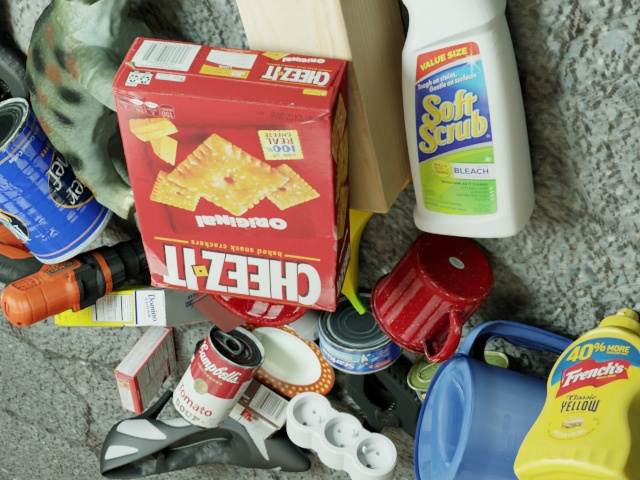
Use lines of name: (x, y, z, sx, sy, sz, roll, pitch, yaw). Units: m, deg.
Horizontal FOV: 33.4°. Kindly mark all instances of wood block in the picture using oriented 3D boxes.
wood block: (0.012, -0.133, 0.842, 0.090, 0.090, 0.206, 9, 136, 27)

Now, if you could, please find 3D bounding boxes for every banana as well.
banana: (0.037, -0.014, 0.990, 0.070, 0.037, 0.198, 27, 139, 12)

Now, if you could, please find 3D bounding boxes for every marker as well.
marker: (-0.153, 0.158, 1.310, 0.020, 0.020, 0.121, 29, 141, 4)

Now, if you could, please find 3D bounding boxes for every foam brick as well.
foam brick: (-0.088, 0.054, 1.133, 0.051, 0.053, 0.078, 44, 141, -13)

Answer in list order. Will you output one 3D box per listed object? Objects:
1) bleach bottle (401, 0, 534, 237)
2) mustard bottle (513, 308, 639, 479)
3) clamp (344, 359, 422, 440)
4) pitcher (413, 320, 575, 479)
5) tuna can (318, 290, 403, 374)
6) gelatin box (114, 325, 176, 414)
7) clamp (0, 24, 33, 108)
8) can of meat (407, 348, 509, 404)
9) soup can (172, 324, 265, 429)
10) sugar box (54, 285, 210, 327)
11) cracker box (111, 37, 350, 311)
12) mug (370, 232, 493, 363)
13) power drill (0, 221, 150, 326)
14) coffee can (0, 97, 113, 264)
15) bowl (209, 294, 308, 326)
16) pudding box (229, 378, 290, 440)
bleach bottle: (0.102, -0.119, 0.821, 0.103, 0.068, 0.251, 6, 132, 29)
mustard bottle: (0.233, 0.128, 0.885, 0.096, 0.191, 0.058, -10, 124, 40)
clamp: (0.090, 0.190, 1.165, 0.165, 0.036, 0.210, 11, 137, 29)
pitcher: (0.218, 0.182, 0.973, 0.242, 0.145, 0.149, 14, 126, -11)
tuna can: (0.041, 0.089, 1.057, 0.086, 0.086, 0.034, 14, 136, 21)
gelatin box: (-0.209, 0.152, 1.286, 0.030, 0.089, 0.073, 20, 139, 18)
clamp: (-0.343, -0.186, 1.064, 0.120, 0.039, 0.171, 8, 135, 29)
can of meat: (0.150, 0.158, 1.080, 0.102, 0.057, 0.084, 1, 133, 33)
soup can: (-0.113, 0.150, 1.175, 0.068, 0.068, 0.102, 32, 118, 0)
sugar box: (-0.207, 0.073, 1.201, 0.177, 0.093, 0.048, -6, 88, 35)
cracker box: (-0.062, -0.045, 0.831, 0.164, 0.072, 0.214, 8, 136, 10)
mug: (0.104, 0.053, 0.959, 0.093, 0.117, 0.082, 12, 140, -19)
power drill: (-0.297, 0.019, 1.175, 0.188, 0.184, 0.057, 22, 124, 42)
coffee can: (-0.291, -0.059, 1.079, 0.103, 0.102, 0.140, -4, 138, 36)
bowl: (-0.057, 0.001, 1.037, 0.162, 0.055, 0.162, 18, 124, 28)
pudding box: (-0.093, 0.188, 1.272, 0.113, 0.039, 0.090, 35, 158, 0)
